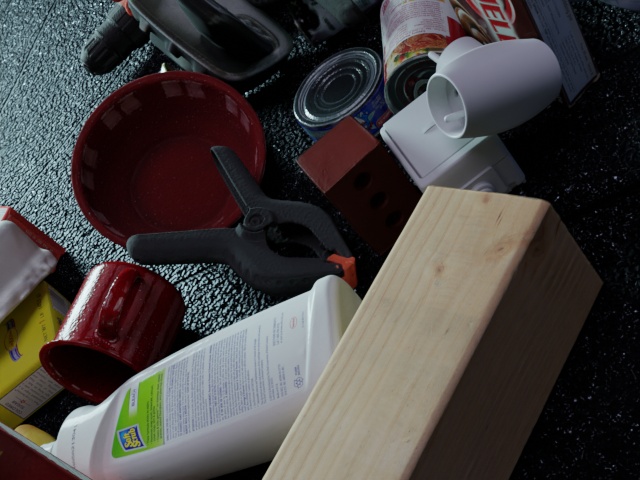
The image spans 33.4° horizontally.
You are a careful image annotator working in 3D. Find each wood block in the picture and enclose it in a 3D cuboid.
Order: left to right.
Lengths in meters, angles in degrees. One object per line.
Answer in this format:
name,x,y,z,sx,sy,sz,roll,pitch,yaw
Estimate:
wood block,0.067,0.080,0.609,0.090,0.090,0.206,11,64,45

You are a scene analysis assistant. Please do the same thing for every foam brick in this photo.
foam brick,0.031,-0.039,0.753,0.053,0.078,0.051,-41,38,2

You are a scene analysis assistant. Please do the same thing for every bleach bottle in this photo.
bleach bottle,-0.085,0.111,0.715,0.251,0.068,0.102,-21,46,20

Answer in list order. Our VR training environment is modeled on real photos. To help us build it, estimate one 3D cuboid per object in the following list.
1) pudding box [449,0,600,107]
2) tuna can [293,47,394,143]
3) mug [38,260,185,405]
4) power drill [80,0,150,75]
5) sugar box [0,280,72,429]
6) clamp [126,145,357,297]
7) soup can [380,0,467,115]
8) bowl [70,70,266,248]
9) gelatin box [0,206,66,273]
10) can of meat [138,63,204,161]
pudding box,0.135,-0.153,0.737,0.039,0.113,0.090,-45,40,-7
tuna can,0.021,-0.114,0.860,0.086,0.033,0.086,-23,44,24
mug,-0.150,0.063,0.794,0.093,0.117,0.081,18,55,3
power drill,-0.182,-0.250,1.056,0.184,0.057,0.187,-48,0,-3
sugar box,-0.279,0.122,0.896,0.176,0.048,0.093,-37,39,6
clamp,-0.055,0.001,0.778,0.172,0.039,0.120,30,67,32
soup can,0.080,-0.146,0.813,0.069,0.068,0.102,-23,43,23
bowl,-0.120,-0.057,0.881,0.162,0.055,0.162,-2,70,6
gelatin box,-0.293,0.000,0.992,0.089,0.073,0.030,2,58,40
can of meat,-0.149,-0.101,0.974,0.084,0.057,0.102,-38,40,10
